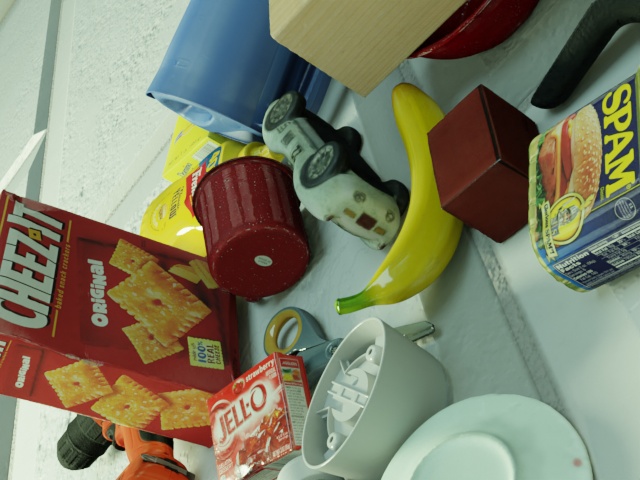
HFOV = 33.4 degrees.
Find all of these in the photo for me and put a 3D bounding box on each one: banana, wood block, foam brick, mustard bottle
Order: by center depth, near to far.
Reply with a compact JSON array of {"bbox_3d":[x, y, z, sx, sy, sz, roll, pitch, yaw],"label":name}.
[{"bbox_3d":[0.106,-0.048,0.669,0.051,0.053,0.078,-43,32,31],"label":"foam brick"},{"bbox_3d":[0.064,-0.031,0.716,0.037,0.069,0.197,99,-173,-55],"label":"banana"},{"bbox_3d":[0.062,-0.209,0.727,0.206,0.090,0.090,-41,34,33],"label":"wood block"},{"bbox_3d":[-0.097,-0.039,0.995,0.192,0.058,0.096,-33,40,42],"label":"mustard bottle"}]

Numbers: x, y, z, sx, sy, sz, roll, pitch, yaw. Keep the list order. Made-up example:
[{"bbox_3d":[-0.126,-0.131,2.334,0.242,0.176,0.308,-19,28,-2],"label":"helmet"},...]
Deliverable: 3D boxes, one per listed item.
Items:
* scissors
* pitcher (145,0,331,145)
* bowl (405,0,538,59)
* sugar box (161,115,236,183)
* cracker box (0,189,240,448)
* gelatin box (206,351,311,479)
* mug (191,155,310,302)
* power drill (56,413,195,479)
[{"bbox_3d":[0.009,0.066,0.764,0.202,0.016,0.096,-37,40,38],"label":"scissors"},{"bbox_3d":[-0.049,-0.211,0.981,0.145,0.149,0.243,173,119,-83],"label":"pitcher"},{"bbox_3d":[0.115,-0.191,0.781,0.162,0.055,0.162,-40,34,35],"label":"bowl"},{"bbox_3d":[-0.112,-0.145,1.131,0.094,0.048,0.176,-33,40,42],"label":"sugar box"},{"bbox_3d":[-0.172,0.061,0.855,0.072,0.213,0.164,-56,25,32],"label":"cracker box"},{"bbox_3d":[-0.043,0.131,0.759,0.089,0.030,0.073,-37,53,38],"label":"gelatin box"},{"bbox_3d":[-0.056,0.001,0.871,0.081,0.093,0.117,-105,19,-47],"label":"mug"},{"bbox_3d":[-0.172,0.181,0.920,0.185,0.057,0.188,-50,30,20],"label":"power drill"}]
